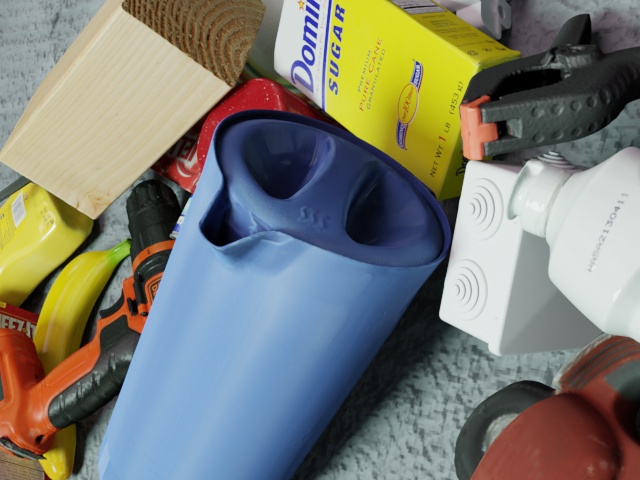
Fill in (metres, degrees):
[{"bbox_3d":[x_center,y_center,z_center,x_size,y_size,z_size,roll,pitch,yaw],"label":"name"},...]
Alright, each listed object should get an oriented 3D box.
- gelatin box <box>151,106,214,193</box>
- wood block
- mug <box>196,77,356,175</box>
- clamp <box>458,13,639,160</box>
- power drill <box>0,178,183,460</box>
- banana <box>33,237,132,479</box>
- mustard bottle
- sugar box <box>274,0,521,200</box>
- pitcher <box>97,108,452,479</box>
[{"bbox_3d":[-0.098,-0.078,0.837,0.089,0.030,0.073,31,91,48],"label":"gelatin box"},{"bbox_3d":[-0.140,-0.113,0.774,0.207,0.090,0.090,-35,30,45],"label":"wood block"},{"bbox_3d":[-0.037,-0.059,0.730,0.117,0.081,0.093,17,81,47],"label":"mug"},{"bbox_3d":[0.129,-0.086,0.558,0.120,0.171,0.039,22,126,58],"label":"clamp"},{"bbox_3d":[-0.164,0.061,0.778,0.188,0.057,0.184,-30,53,13],"label":"power drill"},{"bbox_3d":[-0.200,0.088,0.840,0.070,0.037,0.197,-7,64,42],"label":"banana"},{"bbox_3d":[-0.280,0.022,0.936,0.192,0.058,0.096,-43,44,18],"label":"mustard bottle"},{"bbox_3d":[0.040,-0.110,0.663,0.176,0.048,0.093,40,131,36],"label":"sugar box"},{"bbox_3d":[-0.031,0.057,0.604,0.145,0.149,0.243,-96,28,-55],"label":"pitcher"}]
